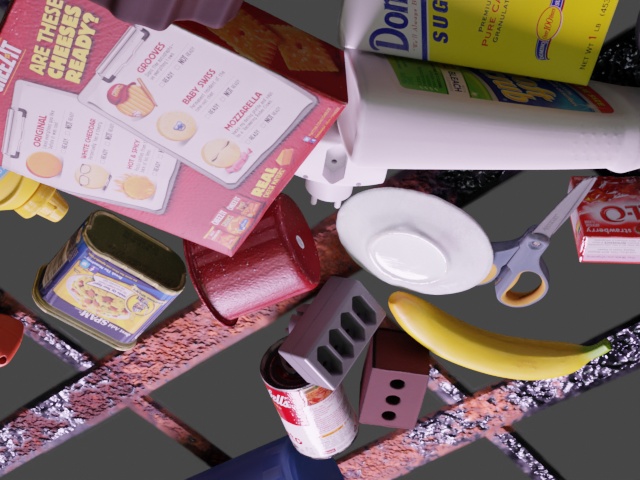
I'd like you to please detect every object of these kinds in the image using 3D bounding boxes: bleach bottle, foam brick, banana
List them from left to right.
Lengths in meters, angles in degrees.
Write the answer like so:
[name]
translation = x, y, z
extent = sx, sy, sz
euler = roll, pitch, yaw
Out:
[foam brick]
translation = 0.066, 0.125, 0.959
extent = 0.053, 0.051, 0.078
euler = 7, 131, -2
[banana]
translation = 0.148, 0.087, 0.933
extent = 0.197, 0.037, 0.070
euler = 12, 126, -6
[bleach bottle]
translation = 0.142, -0.088, 0.752
extent = 0.250, 0.102, 0.068
euler = 2, 122, -9

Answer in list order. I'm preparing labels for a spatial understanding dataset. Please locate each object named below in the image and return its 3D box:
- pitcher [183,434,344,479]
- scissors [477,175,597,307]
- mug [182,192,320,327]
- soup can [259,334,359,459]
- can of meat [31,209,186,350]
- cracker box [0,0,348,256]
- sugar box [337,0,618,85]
[pitcher]
translation = -0.088, 0.294, 1.069
extent = 0.243, 0.145, 0.149
euler = -30, 154, 23
[scissors]
translation = 0.148, -0.002, 0.829
extent = 0.096, 0.016, 0.202
euler = 10, 150, 8
[mug]
translation = -0.056, 0.001, 0.845
extent = 0.081, 0.093, 0.117
euler = -21, 90, 14
[soup can]
translation = -0.008, 0.142, 0.968
extent = 0.068, 0.068, 0.102
euler = -10, 130, 12
[can of meat]
translation = -0.174, 0.033, 0.892
extent = 0.102, 0.057, 0.084
euler = 32, 123, -23
[cracker box]
translation = -0.113, -0.097, 0.716
extent = 0.213, 0.072, 0.164
euler = 23, 129, -22
[sugar box]
translation = 0.103, -0.163, 0.710
extent = 0.176, 0.048, 0.093
euler = 6, 131, -4
